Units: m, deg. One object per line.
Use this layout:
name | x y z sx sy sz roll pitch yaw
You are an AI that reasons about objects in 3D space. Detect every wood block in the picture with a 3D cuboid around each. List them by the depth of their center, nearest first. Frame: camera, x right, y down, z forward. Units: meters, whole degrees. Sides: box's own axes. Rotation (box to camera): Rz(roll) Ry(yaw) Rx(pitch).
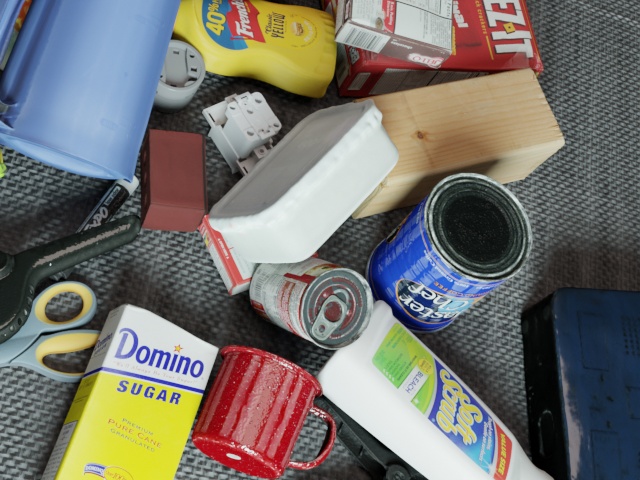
wood block | 0.122 -0.098 1.051 0.205 0.090 0.091 -13 73 -25

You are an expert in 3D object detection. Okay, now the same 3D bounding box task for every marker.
marker | -0.199 -0.012 0.934 0.020 0.020 0.121 34 60 -3

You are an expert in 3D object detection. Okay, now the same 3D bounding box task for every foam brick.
foam brick | -0.133 -0.053 0.958 0.051 0.053 0.078 4 65 -19

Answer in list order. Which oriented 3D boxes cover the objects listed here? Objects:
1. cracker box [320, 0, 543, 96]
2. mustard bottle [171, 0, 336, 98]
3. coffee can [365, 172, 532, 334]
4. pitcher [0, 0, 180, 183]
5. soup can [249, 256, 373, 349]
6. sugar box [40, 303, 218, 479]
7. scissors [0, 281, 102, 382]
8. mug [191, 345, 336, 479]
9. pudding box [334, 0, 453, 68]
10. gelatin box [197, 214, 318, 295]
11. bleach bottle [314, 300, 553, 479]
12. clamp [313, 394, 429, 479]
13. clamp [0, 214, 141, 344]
cracker box | 0.113 -0.236 1.120 0.213 0.072 0.164 -2 69 -22
mustard bottle | -0.081 -0.202 1.040 0.191 0.058 0.096 11 56 -15
coffee can | 0.113 0.015 0.967 0.102 0.140 0.103 8 65 -17
pitcher | -0.192 -0.180 0.892 0.145 0.149 0.243 18 85 -10
soup can | -0.010 0.049 0.911 0.068 0.102 0.068 -5 100 -29
sugar box | -0.153 0.147 0.855 0.093 0.048 0.176 30 62 -24
scissors | -0.265 0.077 0.873 0.201 0.016 0.096 3 64 -19
mug | -0.044 0.148 0.879 0.117 0.093 0.081 25 65 -5
pudding box | 0.073 -0.225 1.036 0.113 0.039 0.090 13 65 -18
gelatin box | -0.056 0.001 0.975 0.089 0.030 0.073 -19 74 -26
bleach bottle | 0.117 0.167 0.924 0.251 0.068 0.102 40 38 4
clamp | 0.051 0.216 0.911 0.171 0.039 0.120 28 56 -4
clamp | -0.272 0.015 0.876 0.164 0.036 0.209 32 60 11
